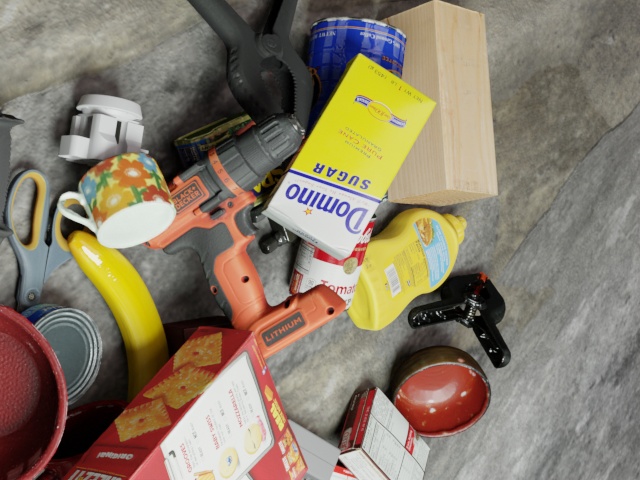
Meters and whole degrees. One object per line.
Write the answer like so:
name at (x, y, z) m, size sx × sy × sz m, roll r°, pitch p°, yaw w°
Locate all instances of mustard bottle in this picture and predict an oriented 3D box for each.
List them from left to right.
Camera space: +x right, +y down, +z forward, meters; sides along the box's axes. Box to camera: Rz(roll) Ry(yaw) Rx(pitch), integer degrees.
mustard bottle at (0.101, 0.017, 1.195) m, size 0.191 × 0.058 × 0.096 m, roll -31°, pitch 111°, yaw -37°

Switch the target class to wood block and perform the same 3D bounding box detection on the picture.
wood block at (0.129, -0.147, 1.185) m, size 0.090 × 0.091 × 0.206 m, roll 3°, pitch 80°, yaw -42°

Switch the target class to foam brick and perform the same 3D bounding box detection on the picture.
foam brick at (-0.110, 0.102, 1.011) m, size 0.078 × 0.051 × 0.053 m, roll -5°, pitch 94°, yaw -42°

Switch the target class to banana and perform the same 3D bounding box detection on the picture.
banana at (-0.173, 0.076, 0.956) m, size 0.069 × 0.037 × 0.198 m, roll -34°, pitch 116°, yaw -54°

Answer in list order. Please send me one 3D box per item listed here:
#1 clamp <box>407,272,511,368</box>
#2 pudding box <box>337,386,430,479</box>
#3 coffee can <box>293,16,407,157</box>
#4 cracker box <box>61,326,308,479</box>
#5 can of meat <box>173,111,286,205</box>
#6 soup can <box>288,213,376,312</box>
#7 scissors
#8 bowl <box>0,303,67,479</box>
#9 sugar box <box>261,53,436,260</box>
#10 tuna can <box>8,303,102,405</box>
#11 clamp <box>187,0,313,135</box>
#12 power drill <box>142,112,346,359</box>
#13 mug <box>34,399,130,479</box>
clamp at (0.179, 0.087, 1.227) m, size 0.171 × 0.120 × 0.039 m, roll -37°, pitch 158°, yaw -57°
pudding box at (0.069, 0.229, 1.156) m, size 0.113 × 0.039 × 0.090 m, roll 49°, pitch 37°, yaw -23°
coffee can at (0.031, -0.147, 1.104) m, size 0.102 × 0.103 × 0.140 m, roll 13°, pitch 81°, yaw -41°
cracker box at (-0.110, 0.200, 0.892) m, size 0.213 × 0.072 × 0.164 m, roll -49°, pitch 130°, yaw -43°
can of meat at (-0.084, -0.075, 1.033) m, size 0.101 × 0.058 × 0.084 m, roll -30°, pitch 107°, yaw -39°
soup can at (0.011, 0.014, 1.090) m, size 0.068 × 0.069 × 0.102 m, roll 3°, pitch 108°, yaw -42°
scissors at (-0.235, 0.039, 0.923) m, size 0.096 × 0.016 × 0.202 m, roll -5°, pitch 96°, yaw -44°
bowl at (-0.270, 0.118, 0.833) m, size 0.162 × 0.055 × 0.162 m, roll 0°, pitch 96°, yaw 3°
sugar box at (0.027, -0.079, 1.019) m, size 0.093 × 0.048 × 0.176 m, roll 31°, pitch 78°, yaw -8°
tuna can at (-0.228, 0.097, 0.902) m, size 0.085 × 0.034 × 0.086 m, roll -13°, pitch 108°, yaw -49°
clamp at (-0.066, -0.186, 1.025) m, size 0.164 × 0.036 × 0.210 m, roll 3°, pitch 66°, yaw -38°
power drill at (-0.056, 0.001, 0.959) m, size 0.187 × 0.185 × 0.057 m, roll 58°, pitch 16°, yaw 3°
mug at (-0.197, 0.201, 0.907) m, size 0.117 × 0.093 × 0.081 m, roll -38°, pitch 119°, yaw -44°
